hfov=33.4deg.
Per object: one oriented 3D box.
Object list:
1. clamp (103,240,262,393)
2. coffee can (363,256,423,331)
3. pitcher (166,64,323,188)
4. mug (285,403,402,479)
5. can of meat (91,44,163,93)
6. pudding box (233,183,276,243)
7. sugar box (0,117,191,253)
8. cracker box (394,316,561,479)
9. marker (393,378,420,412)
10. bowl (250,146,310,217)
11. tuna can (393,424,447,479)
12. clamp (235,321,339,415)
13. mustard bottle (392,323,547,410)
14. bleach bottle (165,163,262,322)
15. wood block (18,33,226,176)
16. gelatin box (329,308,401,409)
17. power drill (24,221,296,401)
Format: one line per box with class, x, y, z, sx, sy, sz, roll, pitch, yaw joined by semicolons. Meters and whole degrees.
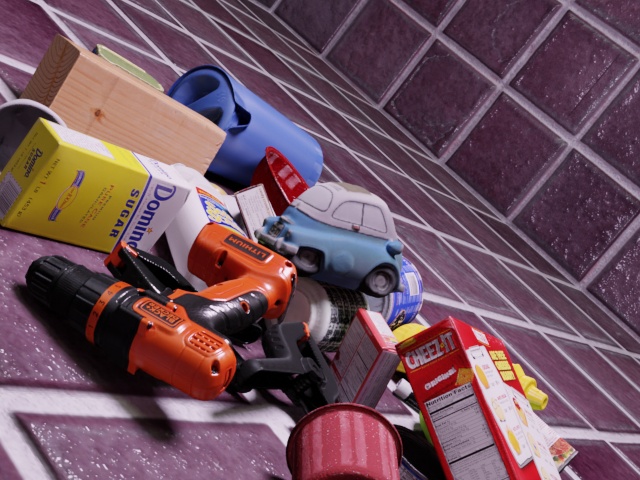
clamp;-0.118;0.068;0.950;0.171;0.039;0.120;34;10;-20
coffee can;0.055;0.064;1.268;0.103;0.103;0.140;42;14;16
pitcher;-0.112;-0.141;1.502;0.242;0.145;0.149;27;29;-52
mug;0.022;0.194;0.813;0.081;0.093;0.117;-91;164;-67
can of meat;-0.256;-0.179;1.310;0.102;0.084;0.057;29;16;-34
pudding box;-0.058;0.001;1.173;0.090;0.039;0.113;77;-9;-81
sugar box;-0.204;-0.041;0.964;0.176;0.093;0.048;19;24;-53
cracker box;0.160;0.192;1.010;0.164;0.072;0.214;27;38;-60
marker;0.135;0.200;1.205;0.121;0.020;0.020;38;13;-1
bowl;-0.046;-0.043;1.410;0.162;0.055;0.162;54;12;-18
tuna can;0.087;0.214;1.000;0.086;0.034;0.086;35;14;-10
clamp;-0.022;0.123;0.956;0.164;0.036;0.210;47;11;-25
mustard bottle;0.173;0.153;1.234;0.192;0.058;0.096;19;9;34
bleach bottle;-0.127;-0.014;1.123;0.102;0.068;0.251;32;15;-37
wood block;-0.224;-0.141;1.224;0.205;0.091;0.090;28;6;-38
gelatin box;0.043;0.125;1.063;0.030;0.089;0.073;15;22;-25
power drill;-0.118;0.044;0.864;0.184;0.057;0.187;29;29;16
